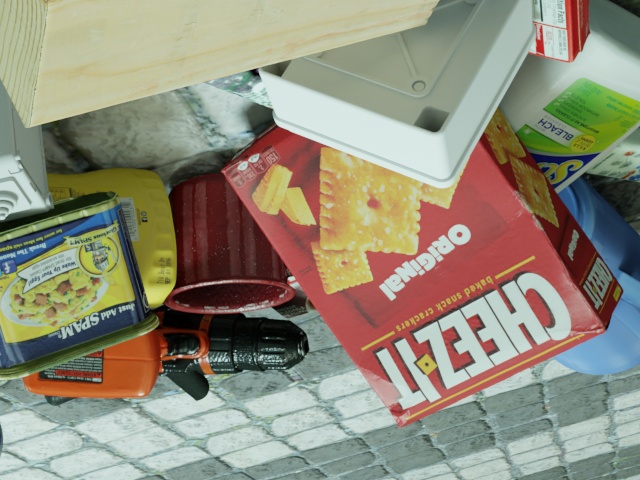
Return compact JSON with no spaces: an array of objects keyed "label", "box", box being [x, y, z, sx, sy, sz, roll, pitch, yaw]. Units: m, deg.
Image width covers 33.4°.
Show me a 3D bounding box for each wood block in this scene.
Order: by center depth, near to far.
[{"label":"wood block","box":[-0.041,-0.132,0.454,0.205,0.091,0.090,-20,158,-30]}]

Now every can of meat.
[{"label":"can of meat","box":[-0.157,0.024,0.633,0.102,0.084,0.058,-19,-164,-21]}]

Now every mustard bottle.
[{"label":"mustard bottle","box":[-0.193,-0.004,0.688,0.191,0.096,0.058,2,152,-27]}]

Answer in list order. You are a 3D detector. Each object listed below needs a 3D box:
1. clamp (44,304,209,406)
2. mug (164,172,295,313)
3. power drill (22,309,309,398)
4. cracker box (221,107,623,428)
[{"label":"clamp","box":[-0.146,0.108,0.989,0.164,0.036,0.210,5,149,-33]},{"label":"mug","box":[-0.055,0.001,0.757,0.117,0.081,0.093,-6,163,5]},{"label":"power drill","box":[-0.118,0.081,0.796,0.185,0.057,0.187,-1,177,17]},{"label":"cracker box","box":[0.061,-0.007,0.678,0.164,0.213,0.072,-32,-176,32]}]
